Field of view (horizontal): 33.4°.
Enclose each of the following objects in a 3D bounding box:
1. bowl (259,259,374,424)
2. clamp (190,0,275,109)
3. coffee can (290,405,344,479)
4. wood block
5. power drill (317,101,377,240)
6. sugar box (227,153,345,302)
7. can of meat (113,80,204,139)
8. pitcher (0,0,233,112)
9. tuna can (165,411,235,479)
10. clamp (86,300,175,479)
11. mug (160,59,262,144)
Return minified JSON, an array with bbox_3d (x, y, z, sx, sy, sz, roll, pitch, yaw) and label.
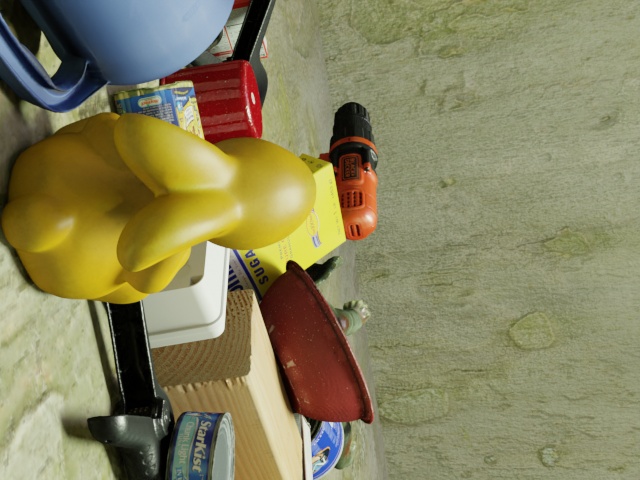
[{"bbox_3d":[-0.015,0.100,0.941,0.162,0.055,0.162,59,-13,22],"label":"bowl"},{"bbox_3d":[-0.089,-0.192,1.175,0.164,0.036,0.210,-47,152,-26],"label":"clamp"},{"bbox_3d":[-0.034,0.200,1.152,0.140,0.103,0.103,68,16,-65],"label":"coffee can"},{"bbox_3d":[-0.078,0.145,0.882,0.090,0.091,0.206,-91,171,-45],"label":"wood block"},{"bbox_3d":[-0.032,-0.071,1.131,0.057,0.188,0.184,73,12,-46],"label":"power drill"},{"bbox_3d":[-0.056,0.001,0.982,0.176,0.048,0.093,-37,131,-32],"label":"sugar box"},{"bbox_3d":[-0.128,-0.085,0.877,0.102,0.057,0.084,-64,143,-80],"label":"can of meat"},{"bbox_3d":[-0.146,-0.190,0.589,0.242,0.145,0.149,59,12,-66],"label":"pitcher"},{"bbox_3d":[-0.085,0.165,0.762,0.086,0.034,0.086,3,90,-84],"label":"tuna can"},{"bbox_3d":[-0.124,0.112,0.738,0.171,0.039,0.120,84,8,-56],"label":"clamp"},{"bbox_3d":[-0.101,-0.118,1.038,0.093,0.081,0.117,-59,141,-80],"label":"mug"}]
